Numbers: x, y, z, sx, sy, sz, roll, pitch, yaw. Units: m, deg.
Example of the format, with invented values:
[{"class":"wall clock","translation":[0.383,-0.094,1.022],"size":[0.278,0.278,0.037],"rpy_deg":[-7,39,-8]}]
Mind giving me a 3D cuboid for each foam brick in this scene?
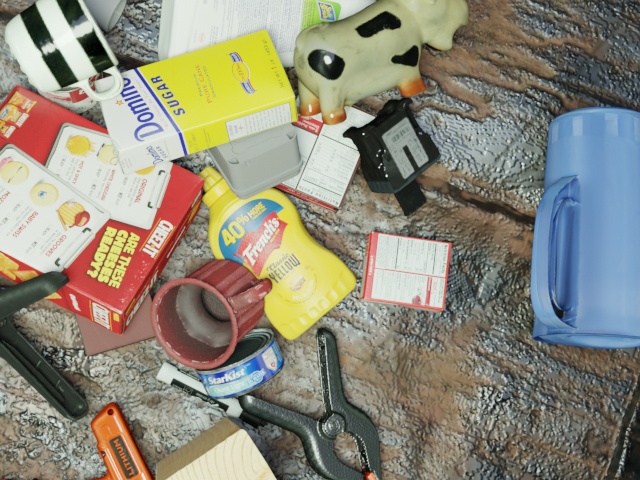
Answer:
[{"class":"foam brick","translation":[-0.201,0.081,1.064],"size":[0.078,0.053,0.051],"rpy_deg":[-16,86,-10]}]

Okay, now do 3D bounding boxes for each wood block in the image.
[{"class":"wood block","translation":[-0.092,0.228,0.985],"size":[0.090,0.206,0.090],"rpy_deg":[-32,89,-11]}]

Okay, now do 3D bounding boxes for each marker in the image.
[{"class":"marker","translation":[-0.109,0.159,1.085],"size":[0.121,0.020,0.020],"rpy_deg":[28,81,-4]}]

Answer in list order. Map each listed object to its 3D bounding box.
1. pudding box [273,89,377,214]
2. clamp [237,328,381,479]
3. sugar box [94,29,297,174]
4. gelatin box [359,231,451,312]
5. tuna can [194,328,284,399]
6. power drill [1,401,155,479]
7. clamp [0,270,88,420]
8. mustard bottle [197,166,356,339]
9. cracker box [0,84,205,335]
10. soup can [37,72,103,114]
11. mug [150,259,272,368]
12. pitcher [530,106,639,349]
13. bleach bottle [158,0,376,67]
[{"class":"pudding box","translation":[-0.002,-0.096,1.119],"size":[0.090,0.039,0.113],"rpy_deg":[23,83,-5]},{"class":"clamp","translation":[0.011,0.178,1.089],"size":[0.120,0.039,0.171],"rpy_deg":[-46,100,-12]},{"class":"sugar box","translation":[-0.119,-0.134,1.022],"size":[0.176,0.048,0.093],"rpy_deg":[-18,60,-9]},{"class":"gelatin box","translation":[0.089,0.034,1.121],"size":[0.089,0.030,0.073],"rpy_deg":[8,81,-7]},{"class":"tuna can","translation":[-0.080,0.122,1.058],"size":[0.086,0.086,0.034],"rpy_deg":[-25,104,-10]},{"class":"power drill","translation":[-0.267,0.233,1.038],"size":[0.187,0.057,0.184],"rpy_deg":[-28,88,-8]},{"class":"clamp","translation":[-0.306,0.085,1.017],"size":[0.210,0.036,0.164],"rpy_deg":[11,122,28]},{"class":"mustard bottle","translation":[-0.057,0.001,1.089],"size":[0.096,0.058,0.191],"rpy_deg":[-41,90,4]},{"class":"cracker box","translation":[-0.244,-0.030,1.032],"size":[0.214,0.072,0.164],"rpy_deg":[27,64,3]},{"class":"soup can","translation":[-0.251,-0.168,1.059],"size":[0.068,0.102,0.068],"rpy_deg":[1,84,-8]},{"class":"mug","translation":[-0.097,0.063,1.040],"size":[0.117,0.081,0.093],"rpy_deg":[-27,96,28]},{"class":"pitcher","translation":[0.282,-0.011,1.100],"size":[0.145,0.149,0.243],"rpy_deg":[2,80,3]},{"class":"bleach bottle","translation":[-0.036,-0.218,1.102],"size":[0.250,0.068,0.103],"rpy_deg":[2,109,-21]}]
